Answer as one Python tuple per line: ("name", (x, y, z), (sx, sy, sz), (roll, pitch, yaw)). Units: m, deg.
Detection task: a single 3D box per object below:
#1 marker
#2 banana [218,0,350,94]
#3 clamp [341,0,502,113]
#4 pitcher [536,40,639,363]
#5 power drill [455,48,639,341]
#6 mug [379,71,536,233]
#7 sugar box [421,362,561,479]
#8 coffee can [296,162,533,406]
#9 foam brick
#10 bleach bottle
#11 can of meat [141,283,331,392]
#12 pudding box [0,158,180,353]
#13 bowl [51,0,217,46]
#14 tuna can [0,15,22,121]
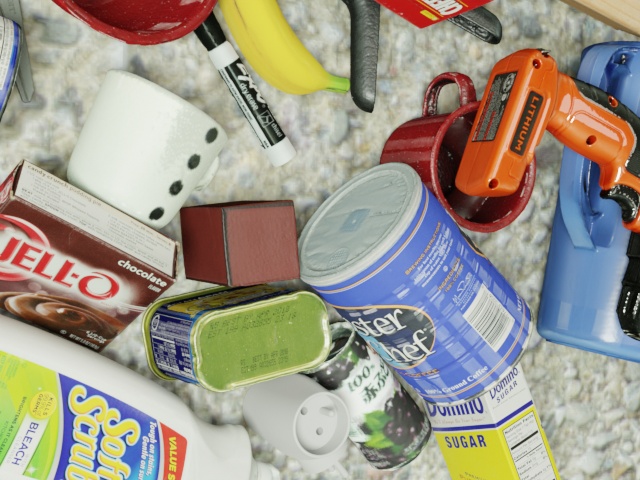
("marker", (-0.054, -0.106, 0.735), (0.020, 0.020, 0.121), (-38, 108, -23))
("banana", (-0.045, -0.178, 0.732), (0.069, 0.037, 0.198), (-42, 114, -47))
("clamp", (0.037, -0.179, 0.759), (0.120, 0.039, 0.171), (-38, 89, -13))
("pitcher", (0.241, -0.030, 0.839), (0.149, 0.145, 0.243), (13, 87, -2))
("power drill", (0.191, -0.038, 0.738), (0.187, 0.057, 0.184), (19, 86, -19))
("mug", (0.095, -0.064, 0.782), (0.093, 0.082, 0.117), (-9, 95, -28))
("sugar box", (0.131, 0.163, 0.802), (0.048, 0.093, 0.176), (-30, 104, -25))
("coffee can", (0.064, 0.031, 0.726), (0.140, 0.103, 0.102), (46, 70, -26))
("foam brick", (-0.055, 0.001, 0.704), (0.052, 0.078, 0.051), (-7, 95, -27))
("bleach bottle", (-0.132, 0.118, 0.672), (0.250, 0.068, 0.102), (23, 88, -29))
("can of meat", (-0.054, 0.062, 0.702), (0.101, 0.084, 0.057), (-12, 97, -28))
("pudding box", (-0.155, 0.012, 0.642), (0.113, 0.090, 0.039), (28, 40, -28))
("bowl", (-0.133, -0.194, 0.655), (0.161, 0.055, 0.162), (6, 81, -45))
("tuna can", (-0.203, -0.092, 0.615), (0.033, 0.086, 0.086), (18, 82, -30))
